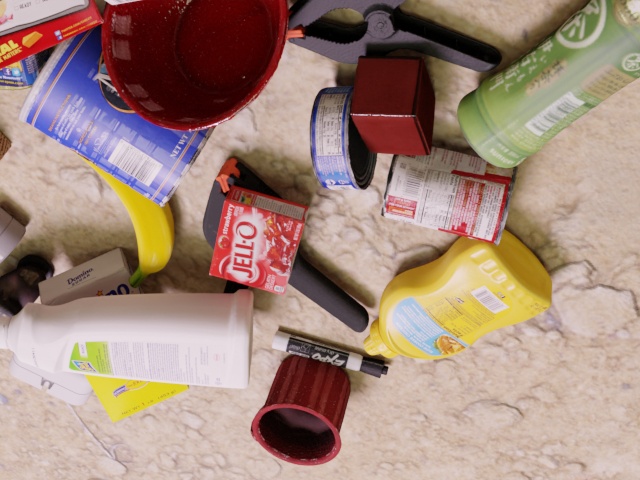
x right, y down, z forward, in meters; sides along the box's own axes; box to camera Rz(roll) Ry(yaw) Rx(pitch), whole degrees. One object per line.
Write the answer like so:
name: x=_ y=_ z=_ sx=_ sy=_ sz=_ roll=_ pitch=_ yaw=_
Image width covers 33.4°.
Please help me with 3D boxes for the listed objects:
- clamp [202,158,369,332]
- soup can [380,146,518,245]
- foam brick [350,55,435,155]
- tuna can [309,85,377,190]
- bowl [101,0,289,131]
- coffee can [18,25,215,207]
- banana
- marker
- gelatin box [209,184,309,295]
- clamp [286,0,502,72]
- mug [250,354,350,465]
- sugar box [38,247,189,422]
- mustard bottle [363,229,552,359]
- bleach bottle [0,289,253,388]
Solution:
clamp: x=-0.045 y=0.016 z=1.011 sx=0.165 sy=0.036 sz=0.210 roll=1 pitch=129 yaw=18
soup can: x=0.107 y=-0.040 z=0.894 sx=0.102 sy=0.068 sz=0.068 roll=14 pitch=132 yaw=7
foam brick: x=0.059 y=-0.106 z=0.843 sx=0.051 sy=0.053 sz=0.078 roll=3 pitch=162 yaw=15
tuna can: x=0.020 y=-0.084 z=0.873 sx=0.034 sy=0.086 sz=0.086 roll=0 pitch=129 yaw=19
bowl: x=-0.088 y=-0.162 z=0.830 sx=0.162 sy=0.055 sz=0.162 roll=-1 pitch=88 yaw=22
coffee can: x=-0.166 y=-0.108 z=0.900 sx=0.140 sy=0.102 sz=0.103 roll=32 pitch=131 yaw=-11
banana: x=-0.183 y=-0.042 z=0.995 sx=0.069 sy=0.037 sz=0.198 roll=-22 pitch=118 yaw=-2
marker: x=0.010 y=0.117 z=1.091 sx=0.121 sy=0.020 sz=0.020 roll=15 pitch=132 yaw=5
gelatin box: x=-0.056 y=0.001 z=0.959 sx=0.073 sy=0.030 sz=0.089 roll=16 pitch=126 yaw=-1
clamp: x=0.057 y=-0.168 z=0.823 sx=0.172 sy=0.039 sz=0.120 roll=-9 pitch=124 yaw=25
mug: x=-0.024 y=0.176 z=1.110 sx=0.117 sy=0.081 sz=0.093 roll=-27 pitch=117 yaw=33
sugar box: x=-0.212 y=0.101 z=1.107 sx=0.093 sy=0.048 sz=0.176 roll=-25 pitch=127 yaw=-4
mustard bottle: x=0.112 y=0.062 z=0.985 sx=0.096 sy=0.058 sz=0.192 roll=39 pitch=129 yaw=-22
bleach bottle: x=-0.191 y=0.089 z=1.021 sx=0.251 sy=0.068 sz=0.103 roll=4 pitch=135 yaw=-1
